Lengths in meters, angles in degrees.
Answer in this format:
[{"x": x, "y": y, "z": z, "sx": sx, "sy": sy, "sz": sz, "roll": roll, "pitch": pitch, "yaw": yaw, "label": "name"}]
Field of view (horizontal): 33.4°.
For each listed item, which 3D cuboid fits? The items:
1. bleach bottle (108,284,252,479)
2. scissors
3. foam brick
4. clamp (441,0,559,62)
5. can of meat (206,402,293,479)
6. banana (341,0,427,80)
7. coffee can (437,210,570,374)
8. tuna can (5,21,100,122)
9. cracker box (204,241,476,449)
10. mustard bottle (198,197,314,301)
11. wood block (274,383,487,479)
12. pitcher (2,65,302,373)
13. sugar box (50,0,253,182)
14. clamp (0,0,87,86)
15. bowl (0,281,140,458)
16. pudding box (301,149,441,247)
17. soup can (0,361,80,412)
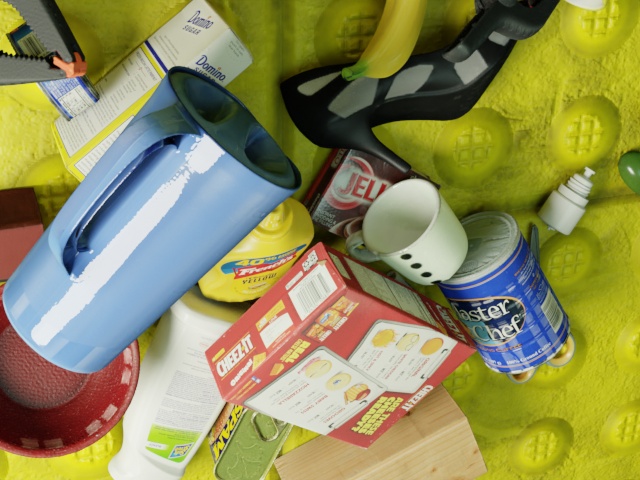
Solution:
[{"x": -0.154, "y": 0.167, "z": 1.071, "sx": 0.102, "sy": 0.068, "sz": 0.251, "roll": 19, "pitch": 110, "yaw": -29, "label": "bleach bottle"}, {"x": 0.257, "y": 0.074, "z": 1.201, "sx": 0.096, "sy": 0.016, "sz": 0.202, "roll": 1, "pitch": 116, "yaw": -19, "label": "scissors"}, {"x": -0.268, "y": -0.005, "z": 0.928, "sx": 0.051, "sy": 0.078, "sz": 0.053, "roll": -10, "pitch": 121, "yaw": -17, "label": "foam brick"}, {"x": 0.147, "y": -0.225, "z": 0.946, "sx": 0.171, "sy": 0.039, "sz": 0.120, "roll": -20, "pitch": 93, "yaw": -43, "label": "clamp"}, {"x": -0.076, "y": 0.186, "z": 1.094, "sx": 0.057, "sy": 0.084, "sz": 0.102, "roll": 18, "pitch": 111, "yaw": -25, "label": "can of meat"}, {"x": 0.071, "y": -0.224, "z": 0.939, "sx": 0.069, "sy": 0.037, "sz": 0.198, "roll": 23, "pitch": 81, "yaw": -60, "label": "banana"}, {"x": 0.185, "y": 0.054, "z": 1.108, "sx": 0.103, "sy": 0.103, "sz": 0.140, "roll": -35, "pitch": 119, "yaw": -1, "label": "coffee can"}, {"x": -0.217, "y": -0.142, "z": 0.871, "sx": 0.033, "sy": 0.086, "sz": 0.086, "roll": -35, "pitch": 123, "yaw": -3, "label": "tuna can"}, {"x": 0.022, "y": 0.106, "z": 1.028, "sx": 0.164, "sy": 0.072, "sz": 0.213, "roll": -45, "pitch": 137, "yaw": 18, "label": "cracker box"}, {"x": -0.056, "y": 0.002, "z": 0.956, "sx": 0.096, "sy": 0.058, "sz": 0.192, "roll": -12, "pitch": 164, "yaw": -15, "label": "mustard bottle"}, {"x": 0.066, "y": 0.248, "z": 1.177, "sx": 0.206, "sy": 0.091, "sz": 0.090, "roll": -27, "pitch": 122, "yaw": -5, "label": "wood block"}, {"x": -0.145, "y": -0.010, "z": 0.836, "sx": 0.149, "sy": 0.145, "sz": 0.243, "roll": 36, "pitch": 109, "yaw": -26, "label": "pitcher"}, {"x": -0.144, "y": -0.125, "z": 0.903, "sx": 0.176, "sy": 0.093, "sz": 0.048, "roll": -38, "pitch": 127, "yaw": 2, "label": "sugar box"}, {"x": -0.277, "y": -0.173, "z": 0.813, "sx": 0.210, "sy": 0.036, "sz": 0.165, "roll": 37, "pitch": 107, "yaw": 2, "label": "clamp"}, {"x": -0.245, "y": 0.109, "z": 0.949, "sx": 0.162, "sy": 0.055, "sz": 0.162, "roll": 0, "pitch": 89, "yaw": -19, "label": "bowl"}, {"x": 0.048, "y": -0.043, "z": 1.049, "sx": 0.113, "sy": 0.039, "sz": 0.090, "roll": 23, "pitch": 105, "yaw": -29, "label": "pudding box"}, {"x": -0.281, "y": 0.138, "z": 1.003, "sx": 0.102, "sy": 0.068, "sz": 0.068, "roll": -5, "pitch": 117, "yaw": -19, "label": "soup can"}]
